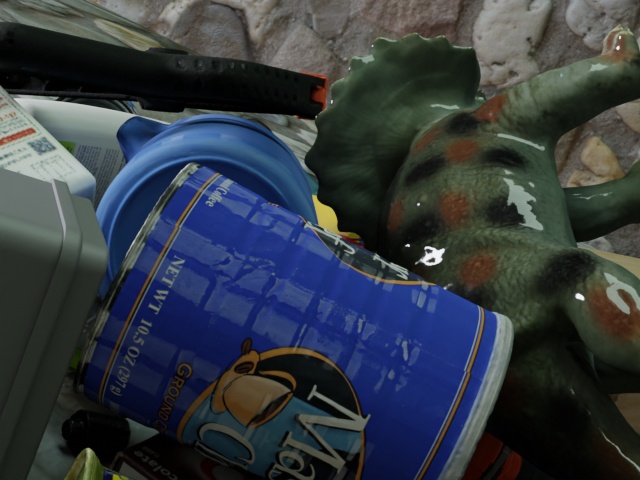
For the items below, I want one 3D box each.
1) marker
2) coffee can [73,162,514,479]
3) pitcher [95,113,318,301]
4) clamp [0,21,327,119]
[{"bbox_3d":[-0.066,0.094,0.499,0.120,0.020,0.020,17,14,-39],"label":"marker"},{"bbox_3d":[-0.010,0.046,0.421,0.140,0.103,0.102,27,11,0],"label":"coffee can"},{"bbox_3d":[-0.054,0.001,0.606,0.149,0.145,0.243,2,6,-5],"label":"pitcher"},{"bbox_3d":[-0.096,-0.095,0.620,0.210,0.036,0.165,5,3,-10],"label":"clamp"}]
